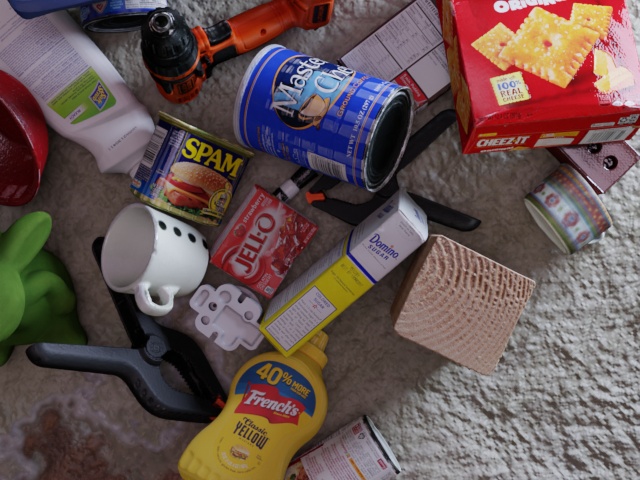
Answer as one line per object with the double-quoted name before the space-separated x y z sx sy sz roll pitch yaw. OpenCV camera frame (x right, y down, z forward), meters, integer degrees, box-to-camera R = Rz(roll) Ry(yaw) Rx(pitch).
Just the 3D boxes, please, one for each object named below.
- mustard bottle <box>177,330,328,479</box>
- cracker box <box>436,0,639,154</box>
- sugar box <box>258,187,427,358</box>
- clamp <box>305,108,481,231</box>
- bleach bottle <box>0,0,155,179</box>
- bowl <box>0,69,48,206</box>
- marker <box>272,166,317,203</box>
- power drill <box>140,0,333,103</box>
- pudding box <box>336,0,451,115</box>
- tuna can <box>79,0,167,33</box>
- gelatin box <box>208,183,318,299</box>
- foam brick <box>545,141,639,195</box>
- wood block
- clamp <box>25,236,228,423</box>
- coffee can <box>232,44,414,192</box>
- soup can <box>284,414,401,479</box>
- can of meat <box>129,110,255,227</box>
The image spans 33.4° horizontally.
"mustard bottle" -0.048 0.166 1.029 0.096 0.058 0.191 28 67 13
"cracker box" 0.199 -0.194 0.989 0.164 0.072 0.214 -5 72 -5
"sugar box" 0.024 0.030 1.009 0.176 0.093 0.048 -39 99 15
"clamp" 0.074 -0.048 1.051 0.171 0.039 0.120 -19 85 9
"bleach bottle" -0.253 -0.150 1.055 0.102 0.068 0.251 -40 91 5
"bowl" -0.318 -0.114 1.035 0.162 0.162 0.055 39 50 2
"marker" -0.049 -0.035 1.066 0.121 0.020 0.020 -42 89 3
"power drill" -0.080 -0.204 0.994 0.187 0.184 0.057 -28 85 -7
"pudding box" 0.086 -0.175 1.050 0.113 0.039 0.090 -37 87 0
"tuna can" -0.192 -0.227 1.038 0.086 0.086 0.034 -8 92 3
"gelatin box" -0.057 0.001 1.046 0.073 0.030 0.089 33 96 -17
"foam brick" 0.260 -0.089 1.035 0.053 0.051 0.078 -45 88 2
"wood block" 0.121 0.053 0.965 0.091 0.206 0.090 26 91 2
"clamp" -0.176 0.113 1.022 0.210 0.164 0.036 46 129 -13
"coffee can" 0.003 -0.116 1.002 0.140 0.102 0.103 21 91 21
"soup can" 0.019 0.224 1.041 0.102 0.068 0.068 -33 89 2
"can of meat" -0.125 -0.067 1.033 0.101 0.058 0.084 21 95 -41
